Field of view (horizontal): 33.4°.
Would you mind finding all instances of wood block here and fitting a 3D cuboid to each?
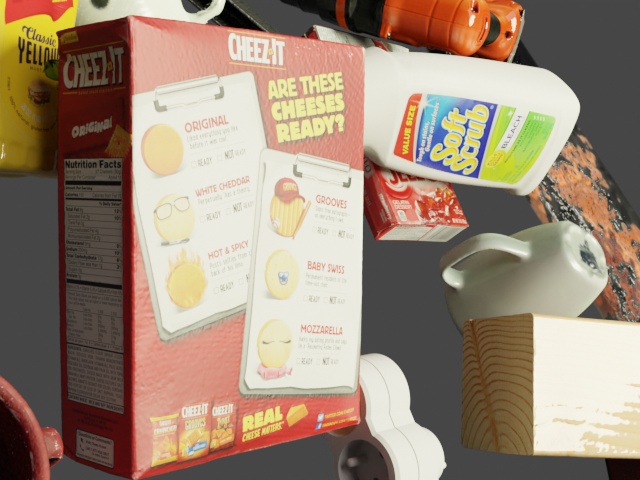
[{"bbox_3d":[0.210,0.105,0.741,0.205,0.090,0.091,6,81,-22],"label":"wood block"}]

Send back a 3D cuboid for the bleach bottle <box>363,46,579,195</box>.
[{"bbox_3d":[0.074,-0.085,0.766,0.250,0.103,0.068,-1,41,-40],"label":"bleach bottle"}]

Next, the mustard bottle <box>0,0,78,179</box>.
[{"bbox_3d":[-0.162,-0.129,0.550,0.096,0.058,0.191,3,90,-66],"label":"mustard bottle"}]

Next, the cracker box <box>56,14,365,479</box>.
[{"bbox_3d":[-0.054,0.001,0.559,0.163,0.072,0.214,-4,95,-47],"label":"cracker box"}]

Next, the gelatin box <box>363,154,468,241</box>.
[{"bbox_3d":[0.065,-0.038,0.811,0.089,0.030,0.073,2,61,-46],"label":"gelatin box"}]

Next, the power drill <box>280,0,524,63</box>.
[{"bbox_3d":[0.073,-0.186,0.867,0.185,0.057,0.187,23,17,26],"label":"power drill"}]
